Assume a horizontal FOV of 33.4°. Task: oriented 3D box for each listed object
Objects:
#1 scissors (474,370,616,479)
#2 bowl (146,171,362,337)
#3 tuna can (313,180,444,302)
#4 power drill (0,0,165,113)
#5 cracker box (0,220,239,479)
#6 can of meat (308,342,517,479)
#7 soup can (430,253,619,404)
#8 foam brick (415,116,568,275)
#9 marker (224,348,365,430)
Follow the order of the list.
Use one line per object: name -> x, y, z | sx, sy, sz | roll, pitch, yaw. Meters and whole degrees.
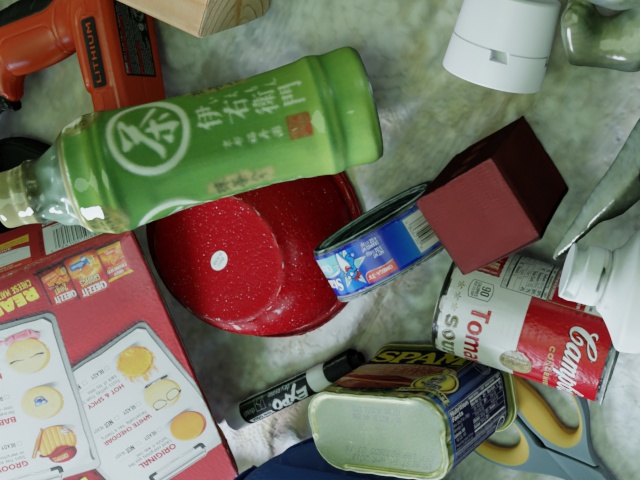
scissors -> 0.160, 0.158, 0.680 | 0.096, 0.016, 0.202 | -25, 99, 32
bowl -> -0.055, 0.001, 0.689 | 0.162, 0.055, 0.162 | 10, 115, 21
tuna can -> 0.039, 0.000, 0.627 | 0.086, 0.086, 0.034 | -27, 97, 31
power drill -> -0.194, -0.092, 0.694 | 0.188, 0.057, 0.184 | -7, 96, 23
cracker box -> -0.168, 0.094, 0.702 | 0.164, 0.072, 0.213 | -22, 121, -6
can of meat -> 0.055, 0.103, 0.653 | 0.102, 0.083, 0.057 | -2, 103, 37
soup can -> 0.123, 0.046, 0.619 | 0.102, 0.068, 0.068 | 17, 117, 18
foam brick -> 0.097, -0.026, 0.595 | 0.053, 0.078, 0.051 | -29, 99, 31
marker -> -0.018, 0.103, 0.735 | 0.121, 0.020, 0.020 | -29, 97, 31
